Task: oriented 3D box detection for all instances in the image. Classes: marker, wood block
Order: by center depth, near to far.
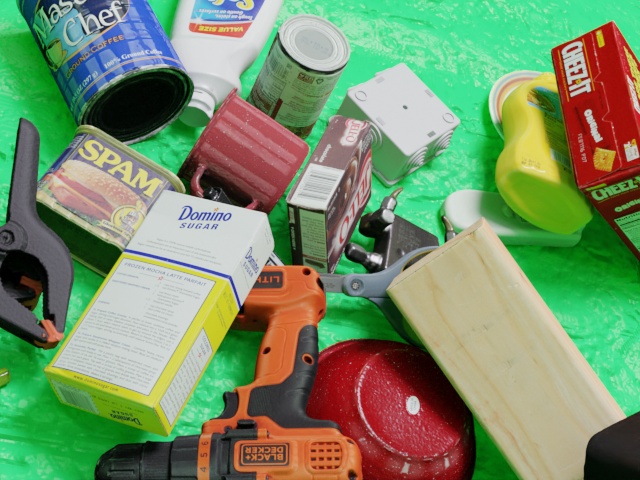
[{"bbox_3d":[0.149,0.093,0.824,0.206,0.090,0.090,55,11,1],"label":"wood block"},{"bbox_3d":[-0.056,0.001,0.848,0.121,0.020,0.020,51,41,-35],"label":"marker"}]

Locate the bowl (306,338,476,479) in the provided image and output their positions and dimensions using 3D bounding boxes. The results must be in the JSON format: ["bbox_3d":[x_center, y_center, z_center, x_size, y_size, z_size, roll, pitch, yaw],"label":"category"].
[{"bbox_3d":[0.059,0.136,0.826,0.162,0.055,0.162,11,55,-17],"label":"bowl"}]

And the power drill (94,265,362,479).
[{"bbox_3d":[-0.064,0.107,0.777,0.184,0.057,0.187,0,53,0],"label":"power drill"}]

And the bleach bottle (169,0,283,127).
[{"bbox_3d":[-0.083,-0.206,0.995,0.102,0.068,0.250,17,55,-10],"label":"bleach bottle"}]

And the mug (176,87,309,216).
[{"bbox_3d":[-0.066,-0.060,0.883,0.081,0.093,0.117,33,41,-5],"label":"mug"}]

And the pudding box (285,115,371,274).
[{"bbox_3d":[0.010,-0.036,0.898,0.039,0.090,0.113,15,50,18],"label":"pudding box"}]

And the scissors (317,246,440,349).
[{"bbox_3d":[0.036,0.055,0.877,0.201,0.016,0.096,-11,96,-19],"label":"scissors"}]

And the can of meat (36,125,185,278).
[{"bbox_3d":[-0.172,-0.028,0.838,0.102,0.058,0.083,31,54,0],"label":"can of meat"}]

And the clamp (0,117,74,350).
[{"bbox_3d":[-0.237,0.001,0.756,0.120,0.039,0.171,-18,77,-19],"label":"clamp"}]

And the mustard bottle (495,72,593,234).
[{"bbox_3d":[0.214,-0.098,1.015,0.096,0.058,0.191,31,43,-17],"label":"mustard bottle"}]

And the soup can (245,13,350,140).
[{"bbox_3d":[-0.022,-0.143,0.951,0.068,0.102,0.068,11,54,-16],"label":"soup can"}]

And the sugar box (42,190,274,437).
[{"bbox_3d":[-0.111,0.047,0.765,0.093,0.048,0.176,14,52,22],"label":"sugar box"}]

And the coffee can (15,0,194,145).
[{"bbox_3d":[-0.182,-0.164,0.896,0.102,0.103,0.140,-16,66,-31],"label":"coffee can"}]

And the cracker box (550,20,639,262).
[{"bbox_3d":[0.295,-0.073,0.996,0.213,0.072,0.164,38,40,-45],"label":"cracker box"}]
